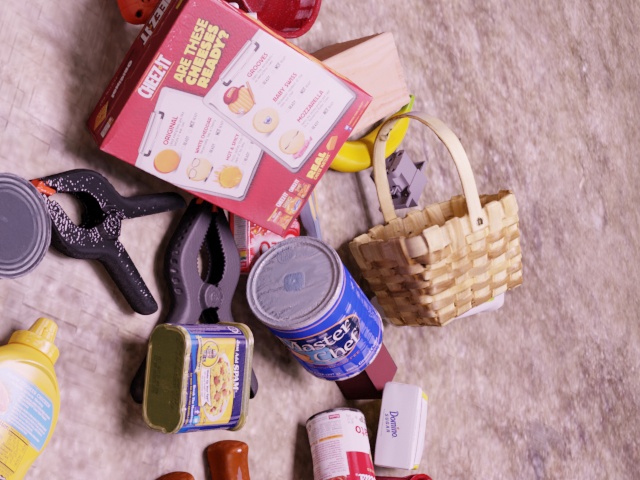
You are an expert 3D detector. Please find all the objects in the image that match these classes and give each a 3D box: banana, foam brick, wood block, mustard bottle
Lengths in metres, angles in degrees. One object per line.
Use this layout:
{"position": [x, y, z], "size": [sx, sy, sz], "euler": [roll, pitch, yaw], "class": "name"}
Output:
{"position": [0.053, -0.119, 1.290], "size": [0.197, 0.037, 0.069], "euler": [-34, 126, -46], "class": "banana"}
{"position": [0.045, 0.140, 1.237], "size": [0.078, 0.053, 0.051], "euler": [61, 42, -29], "class": "foam brick"}
{"position": [0.005, -0.161, 1.192], "size": [0.205, 0.091, 0.090], "euler": [-34, 112, -50], "class": "wood block"}
{"position": [-0.254, 0.142, 0.826], "size": [0.096, 0.058, 0.191], "euler": [49, 49, -36], "class": "mustard bottle"}

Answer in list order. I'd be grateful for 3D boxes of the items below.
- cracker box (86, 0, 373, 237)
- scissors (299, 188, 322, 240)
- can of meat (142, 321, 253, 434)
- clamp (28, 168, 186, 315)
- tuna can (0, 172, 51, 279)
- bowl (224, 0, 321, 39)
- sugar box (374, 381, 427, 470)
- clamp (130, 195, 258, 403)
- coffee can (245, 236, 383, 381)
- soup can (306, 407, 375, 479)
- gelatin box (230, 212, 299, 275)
{"position": [-0.082, -0.120, 0.987], "size": [0.213, 0.072, 0.164], "euler": [26, 102, -35], "class": "cracker box"}
{"position": [-0.006, 0.007, 1.190], "size": [0.096, 0.016, 0.202], "euler": [-30, 112, -82], "class": "scissors"}
{"position": [-0.112, 0.125, 0.974], "size": [0.083, 0.058, 0.102], "euler": [6, 88, -51], "class": "can of meat"}
{"position": [-0.188, -0.021, 0.954], "size": [0.171, 0.039, 0.120], "euler": [43, 51, -42], "class": "clamp"}
{"position": [-0.261, -0.011, 0.858], "size": [0.086, 0.034, 0.086], "euler": [10, 77, -53], "class": "tuna can"}
{"position": [-0.066, -0.291, 1.142], "size": [0.161, 0.055, 0.162], "euler": [10, 77, -53], "class": "bowl"}
{"position": [0.094, 0.216, 1.234], "size": [0.176, 0.048, 0.093], "euler": [50, 47, -73], "class": "sugar box"}
{"position": [-0.110, 0.062, 1.049], "size": [0.164, 0.036, 0.210], "euler": [19, 73, -52], "class": "clamp"}
{"position": [-0.003, 0.073, 1.113], "size": [0.140, 0.103, 0.102], "euler": [54, 44, -53], "class": "coffee can"}
{"position": [0.023, 0.241, 1.157], "size": [0.068, 0.069, 0.102], "euler": [31, 41, -47], "class": "soup can"}
{"position": [-0.057, 0.001, 1.135], "size": [0.089, 0.030, 0.073], "euler": [9, 78, -53], "class": "gelatin box"}
